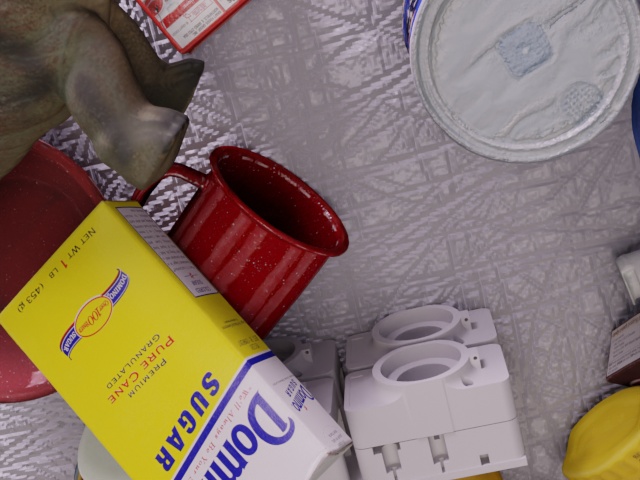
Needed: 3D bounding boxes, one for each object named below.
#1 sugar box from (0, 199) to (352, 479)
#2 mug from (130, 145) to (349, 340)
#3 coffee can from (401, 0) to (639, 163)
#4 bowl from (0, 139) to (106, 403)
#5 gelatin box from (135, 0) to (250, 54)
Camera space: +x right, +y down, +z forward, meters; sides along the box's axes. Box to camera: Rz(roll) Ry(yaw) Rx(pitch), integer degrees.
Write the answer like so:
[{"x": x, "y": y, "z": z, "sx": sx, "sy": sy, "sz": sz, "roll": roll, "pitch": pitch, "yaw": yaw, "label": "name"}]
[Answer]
[{"x": -0.077, "y": 0.072, "z": 0.553, "sx": 0.093, "sy": 0.048, "sz": 0.176, "roll": -47, "pitch": 77, "yaw": 13, "label": "sugar box"}, {"x": -0.054, "y": 0.001, "z": 0.603, "sx": 0.117, "sy": 0.093, "sz": 0.082, "roll": 29, "pitch": 112, "yaw": -21, "label": "mug"}, {"x": 0.094, "y": -0.105, "z": 0.535, "sx": 0.103, "sy": 0.140, "sz": 0.103, "roll": 1, "pitch": 108, "yaw": 2, "label": "coffee can"}, {"x": -0.184, "y": 0.011, "z": 0.626, "sx": 0.162, "sy": 0.055, "sz": 0.162, "roll": 1, "pitch": 102, "yaw": 6, "label": "bowl"}, {"x": -0.075, "y": -0.159, "z": 0.584, "sx": 0.073, "sy": 0.030, "sz": 0.089, "roll": -38, "pitch": 103, "yaw": 12, "label": "gelatin box"}]
